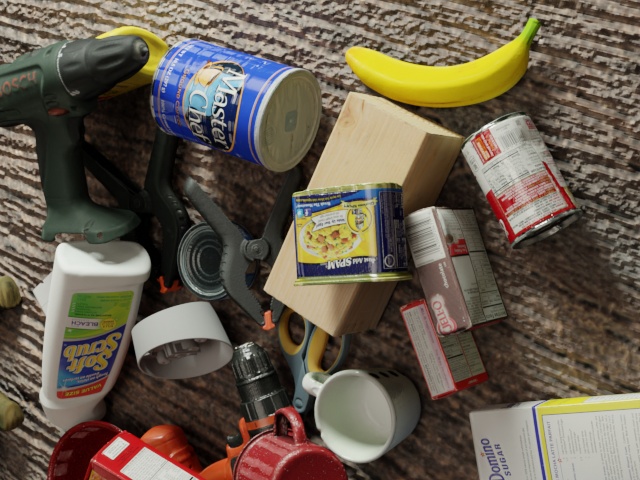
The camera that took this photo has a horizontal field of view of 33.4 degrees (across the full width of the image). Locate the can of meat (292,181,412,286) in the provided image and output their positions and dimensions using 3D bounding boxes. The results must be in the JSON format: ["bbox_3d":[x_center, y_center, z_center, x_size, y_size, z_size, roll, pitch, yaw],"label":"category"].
[{"bbox_3d":[0.025,-0.004,0.926,0.102,0.057,0.084,-5,88,30],"label":"can of meat"}]

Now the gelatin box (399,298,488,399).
[{"bbox_3d":[0.112,0.095,0.971,0.030,0.073,0.089,-25,79,29],"label":"gelatin box"}]

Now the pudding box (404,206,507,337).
[{"bbox_3d":[0.121,0.026,0.954,0.039,0.089,0.113,-20,81,29],"label":"pudding box"}]

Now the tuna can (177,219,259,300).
[{"bbox_3d":[-0.109,0.021,1.126,0.086,0.033,0.086,1,93,31],"label":"tuna can"}]

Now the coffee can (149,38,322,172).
[{"bbox_3d":[-0.084,-0.136,1.064,0.140,0.102,0.103,21,103,29],"label":"coffee can"}]

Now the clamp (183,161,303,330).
[{"bbox_3d":[-0.057,0.001,1.075,0.120,0.039,0.171,-18,93,1],"label":"clamp"}]

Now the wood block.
[{"bbox_3d":[0.041,-0.024,1.001,0.091,0.090,0.206,32,107,26],"label":"wood block"}]

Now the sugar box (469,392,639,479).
[{"bbox_3d":[0.222,0.184,0.926,0.177,0.048,0.093,-10,87,35],"label":"sugar box"}]

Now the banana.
[{"bbox_3d":[0.110,-0.156,0.987,0.198,0.037,0.069,-2,72,30],"label":"banana"}]

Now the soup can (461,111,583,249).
[{"bbox_3d":[0.174,-0.052,0.931,0.069,0.068,0.102,-33,75,28],"label":"soup can"}]

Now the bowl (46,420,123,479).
[{"bbox_3d":[-0.230,0.278,1.199,0.162,0.055,0.162,2,93,31],"label":"bowl"}]

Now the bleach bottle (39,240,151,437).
[{"bbox_3d":[-0.254,0.121,1.181,0.068,0.102,0.251,-119,36,-52],"label":"bleach bottle"}]

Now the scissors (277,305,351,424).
[{"bbox_3d":[-0.028,0.149,1.094,0.096,0.016,0.202,40,117,30],"label":"scissors"}]

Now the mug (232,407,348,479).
[{"bbox_3d":[-0.025,0.214,0.992,0.082,0.093,0.117,177,92,-66],"label":"mug"}]

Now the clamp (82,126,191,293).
[{"bbox_3d":[-0.199,-0.044,1.176,0.165,0.036,0.210,-11,90,34],"label":"clamp"}]

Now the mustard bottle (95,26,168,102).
[{"bbox_3d":[-0.264,-0.178,1.175,0.192,0.096,0.058,-14,84,31],"label":"mustard bottle"}]

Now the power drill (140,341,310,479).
[{"bbox_3d":[-0.098,0.210,1.101,0.188,0.057,0.184,-21,87,34],"label":"power drill"}]
